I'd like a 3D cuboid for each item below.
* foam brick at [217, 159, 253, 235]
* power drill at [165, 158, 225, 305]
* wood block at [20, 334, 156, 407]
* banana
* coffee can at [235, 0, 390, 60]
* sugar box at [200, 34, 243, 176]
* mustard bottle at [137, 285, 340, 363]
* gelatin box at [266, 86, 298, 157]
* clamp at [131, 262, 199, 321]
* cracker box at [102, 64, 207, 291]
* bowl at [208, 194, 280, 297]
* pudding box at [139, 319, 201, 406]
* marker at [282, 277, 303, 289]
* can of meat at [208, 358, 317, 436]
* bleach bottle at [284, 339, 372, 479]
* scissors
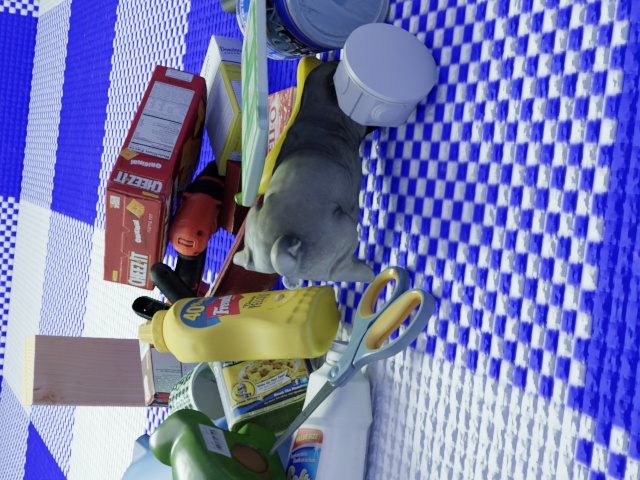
[{"bbox_3d":[-0.078,-0.047,1.195,0.051,0.052,0.078,-152,68,-65],"label":"foam brick"},{"bbox_3d":[-0.150,0.010,1.296,0.184,0.057,0.188,-71,-6,-58],"label":"power drill"},{"bbox_3d":[-0.287,0.177,1.427,0.090,0.205,0.091,160,112,-64],"label":"wood block"},{"bbox_3d":[-0.023,-0.117,1.041,0.070,0.037,0.197,4,52,29],"label":"banana"},{"bbox_3d":[-0.010,-0.228,1.016,0.140,0.102,0.103,-169,85,-66],"label":"coffee can"},{"bbox_3d":[-0.109,-0.165,1.297,0.176,0.048,0.093,-107,31,-47],"label":"sugar box"},{"bbox_3d":[-0.084,0.081,1.006,0.096,0.192,0.058,-52,-47,-63],"label":"mustard bottle"},{"bbox_3d":[-0.035,-0.115,1.138,0.073,0.030,0.089,179,96,-66],"label":"gelatin box"},{"bbox_3d":[-0.125,0.087,1.139,0.039,0.171,0.120,-60,-4,-24],"label":"clamp"},{"bbox_3d":[-0.193,-0.074,1.256,0.164,0.072,0.213,104,178,-49],"label":"cracker box"},{"bbox_3d":[-0.057,0.001,1.091,0.162,0.055,0.162,-63,5,9],"label":"bowl"},{"bbox_3d":[-0.173,0.151,1.321,0.039,0.089,0.113,125,143,-46],"label":"pudding box"},{"bbox_3d":[-0.020,0.023,1.031,0.121,0.020,0.020,-69,-10,-76],"label":"marker"},{"bbox_3d":[-0.049,0.141,1.034,0.057,0.102,0.084,73,178,-50],"label":"can of meat"},{"bbox_3d":[0.000,0.213,0.957,0.103,0.068,0.251,-166,84,-67],"label":"bleach bottle"},{"bbox_3d":[0.020,0.096,0.908,0.202,0.016,0.096,-41,32,27],"label":"scissors"}]
